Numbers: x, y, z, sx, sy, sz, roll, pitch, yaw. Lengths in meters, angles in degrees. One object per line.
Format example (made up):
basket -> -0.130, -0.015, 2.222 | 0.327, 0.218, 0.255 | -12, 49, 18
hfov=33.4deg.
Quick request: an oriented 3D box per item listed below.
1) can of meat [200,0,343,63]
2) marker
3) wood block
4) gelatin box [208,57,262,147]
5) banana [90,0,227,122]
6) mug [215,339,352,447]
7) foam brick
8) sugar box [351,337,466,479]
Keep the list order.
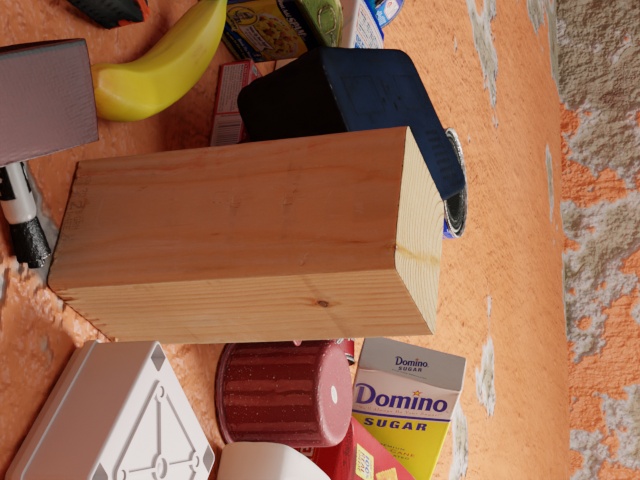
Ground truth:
can of meat -> -0.038, -0.186, 0.847 | 0.102, 0.084, 0.057 | 51, 39, -57
marker -> -0.166, -0.041, 0.562 | 0.020, 0.020, 0.121 | -53, 135, -61
wood block -> -0.040, 0.003, 0.626 | 0.090, 0.206, 0.090 | 56, 36, -54
gelatin box -> -0.057, -0.089, 0.854 | 0.073, 0.030, 0.089 | 52, 39, -57
banana -> -0.108, -0.117, 0.699 | 0.197, 0.037, 0.070 | -59, 157, -52
mug -> -0.023, 0.108, 0.832 | 0.093, 0.082, 0.117 | 56, 36, -54
foam brick -> -0.155, -0.066, 0.515 | 0.078, 0.053, 0.051 | -23, 112, -45
sugar box -> 0.067, 0.166, 0.965 | 0.048, 0.093, 0.176 | -72, 173, -45
